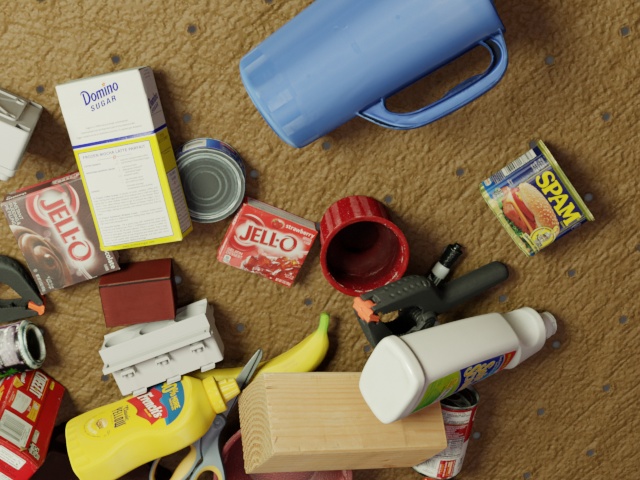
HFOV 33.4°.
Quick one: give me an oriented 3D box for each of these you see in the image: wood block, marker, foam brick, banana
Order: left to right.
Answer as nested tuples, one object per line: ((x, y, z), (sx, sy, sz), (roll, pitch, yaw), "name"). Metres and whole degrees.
((-0.196, 0.056, 1.155), (0.078, 0.053, 0.051), (-7, 114, -1), "foam brick")
((-0.069, 0.145, 1.217), (0.198, 0.037, 0.069), (-23, 102, 4), "banana")
((0.023, 0.199, 1.173), (0.205, 0.091, 0.090), (3, 154, -23), "wood block")
((0.122, 0.053, 1.202), (0.020, 0.020, 0.121), (28, 108, -16), "marker")

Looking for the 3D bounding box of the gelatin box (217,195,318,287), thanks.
((-0.058, 0.001, 1.156), (0.089, 0.030, 0.073), (21, 110, -14), "gelatin box")

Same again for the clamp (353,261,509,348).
((0.114, 0.074, 1.153), (0.209, 0.036, 0.165), (21, 109, -52), "clamp")

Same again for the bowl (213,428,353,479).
((-0.044, 0.269, 1.254), (0.162, 0.055, 0.162), (-1, 106, -3), "bowl")

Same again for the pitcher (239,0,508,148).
((0.052, -0.186, 1.029), (0.243, 0.149, 0.145), (-32, 131, 12), "pitcher")

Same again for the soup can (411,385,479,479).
((0.143, 0.220, 1.250), (0.068, 0.068, 0.102), (6, 113, -8), "soup can")

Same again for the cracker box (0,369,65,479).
((-0.378, 0.254, 1.164), (0.072, 0.164, 0.214), (39, 105, -17), "cracker box")

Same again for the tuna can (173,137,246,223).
((-0.121, -0.062, 1.120), (0.086, 0.034, 0.086), (-2, 114, -5), "tuna can")

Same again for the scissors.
((-0.107, 0.222, 1.203), (0.202, 0.016, 0.096), (-43, 94, 7), "scissors")

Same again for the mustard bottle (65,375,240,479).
((-0.178, 0.196, 1.161), (0.191, 0.096, 0.058), (-23, 119, -5), "mustard bottle")

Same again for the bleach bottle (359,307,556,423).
((0.165, 0.119, 1.156), (0.250, 0.068, 0.103), (-16, 148, -33), "bleach bottle")

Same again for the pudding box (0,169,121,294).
((-0.272, -0.010, 1.126), (0.090, 0.039, 0.113), (-18, 114, 2), "pudding box")

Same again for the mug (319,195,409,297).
((0.047, 0.012, 1.142), (0.093, 0.081, 0.117), (-23, 114, 5), "mug")

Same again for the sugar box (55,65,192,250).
((-0.196, -0.082, 1.077), (0.093, 0.048, 0.176), (-8, 103, 14), "sugar box")

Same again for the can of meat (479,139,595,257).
((0.231, -0.043, 1.151), (0.084, 0.057, 0.102), (-34, 112, 12), "can of meat")

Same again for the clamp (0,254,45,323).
((-0.375, 0.034, 1.137), (0.171, 0.039, 0.120), (11, 117, -17), "clamp")
